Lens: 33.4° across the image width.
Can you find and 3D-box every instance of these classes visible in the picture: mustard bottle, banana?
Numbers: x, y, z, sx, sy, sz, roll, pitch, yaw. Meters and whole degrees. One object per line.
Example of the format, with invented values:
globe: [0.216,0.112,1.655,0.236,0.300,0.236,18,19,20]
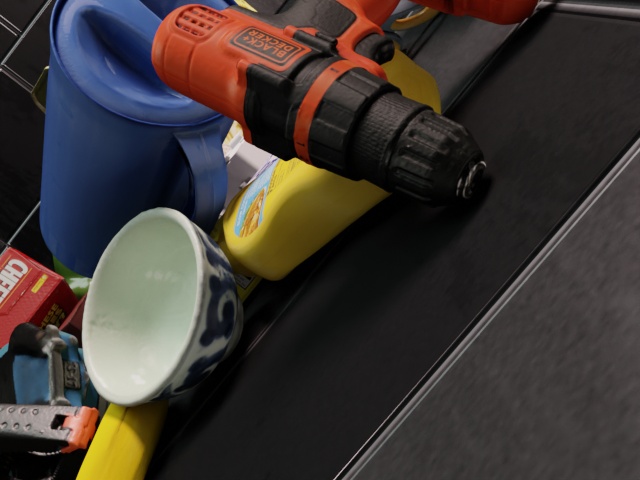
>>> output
mustard bottle: [-0.009,-0.028,0.640,0.192,0.058,0.096,-39,23,45]
banana: [-0.122,0.136,0.653,0.197,0.037,0.070,-80,3,-71]

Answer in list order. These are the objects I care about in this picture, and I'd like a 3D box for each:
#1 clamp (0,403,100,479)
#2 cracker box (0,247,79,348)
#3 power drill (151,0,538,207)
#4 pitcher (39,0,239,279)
clamp: [-0.223,0.146,0.711,0.210,0.164,0.036,-35,32,43]
cracker box: [-0.286,0.124,0.995,0.164,0.072,0.214,-56,-16,-20]
power drill: [0.036,-0.103,0.542,0.187,0.185,0.057,-42,-31,-35]
pitcher: [-0.131,-0.061,0.756,0.243,0.145,0.149,121,171,-55]
